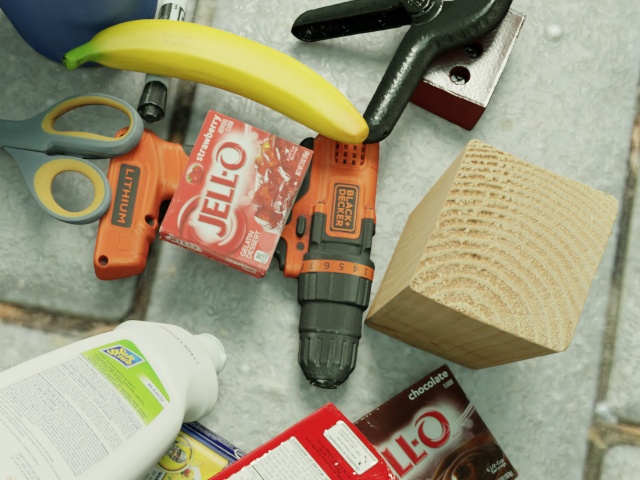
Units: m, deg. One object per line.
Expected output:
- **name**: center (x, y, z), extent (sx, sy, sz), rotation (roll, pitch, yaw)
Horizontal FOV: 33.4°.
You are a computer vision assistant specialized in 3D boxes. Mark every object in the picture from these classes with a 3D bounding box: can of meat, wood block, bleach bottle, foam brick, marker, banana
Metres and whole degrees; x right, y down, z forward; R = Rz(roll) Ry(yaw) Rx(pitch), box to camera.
- **can of meat**: center (-0.096, 0.166, 0.693), extent (0.084, 0.057, 0.102), rotation (32, 79, 4)
- **wood block**: center (0.095, 0.019, 0.655), extent (0.090, 0.206, 0.091), rotation (23, 79, 0)
- **bleach bottle**: center (-0.127, 0.106, 0.599), extent (0.102, 0.250, 0.068), rotation (48, 119, 11)
- **foam brick**: center (0.104, -0.129, 0.761), extent (0.053, 0.051, 0.078), rotation (24, 79, 1)
- **marker**: center (-0.109, -0.127, 0.736), extent (0.020, 0.020, 0.121), rotation (6, 52, -3)
- **banana**: center (-0.063, -0.107, 0.697), extent (0.197, 0.037, 0.069), rotation (12, 53, -7)

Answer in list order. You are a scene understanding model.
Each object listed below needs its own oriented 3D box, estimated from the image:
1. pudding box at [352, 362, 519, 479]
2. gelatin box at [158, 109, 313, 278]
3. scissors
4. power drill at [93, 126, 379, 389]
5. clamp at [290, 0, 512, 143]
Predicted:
- **pudding box**: center (0.060, 0.149, 0.706), extent (0.113, 0.039, 0.090), rotation (-30, 83, -23)
- **gelatin box**: center (-0.054, -0.029, 0.686), extent (0.073, 0.030, 0.089), rotation (22, 75, -1)
- **scissors**: center (-0.212, -0.054, 0.713), extent (0.202, 0.016, 0.096), rotation (-4, 76, 16)
- **power drill**: center (-0.055, 0.001, 0.726), extent (0.187, 0.057, 0.184), rotation (7, 76, -5)
- **clamp**: center (0.070, -0.143, 0.720), extent (0.172, 0.039, 0.120), rotation (-28, 67, 15)
